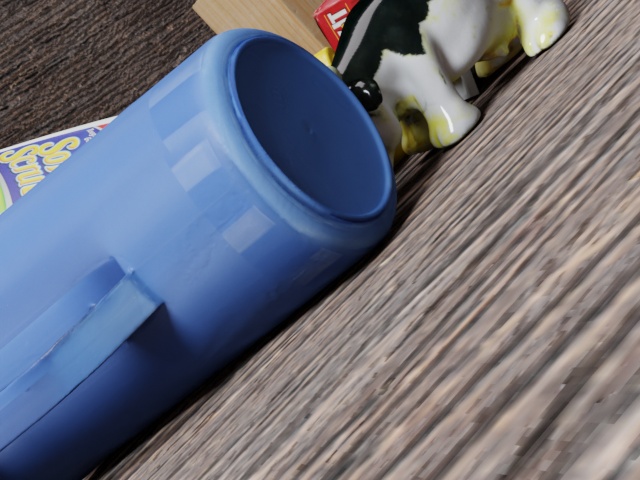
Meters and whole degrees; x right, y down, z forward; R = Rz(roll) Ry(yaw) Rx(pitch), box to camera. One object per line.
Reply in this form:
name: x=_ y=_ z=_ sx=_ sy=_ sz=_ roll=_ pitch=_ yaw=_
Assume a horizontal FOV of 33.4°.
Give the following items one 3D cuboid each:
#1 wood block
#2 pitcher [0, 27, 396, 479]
wood block: x=-0.008 y=-0.188 z=1.015 sx=0.090 sy=0.206 sz=0.090 roll=-37 pitch=8 yaw=49
pitcher: x=-0.087 y=0.019 z=0.485 sx=0.144 sy=0.149 sz=0.243 roll=15 pitch=-41 yaw=-44
